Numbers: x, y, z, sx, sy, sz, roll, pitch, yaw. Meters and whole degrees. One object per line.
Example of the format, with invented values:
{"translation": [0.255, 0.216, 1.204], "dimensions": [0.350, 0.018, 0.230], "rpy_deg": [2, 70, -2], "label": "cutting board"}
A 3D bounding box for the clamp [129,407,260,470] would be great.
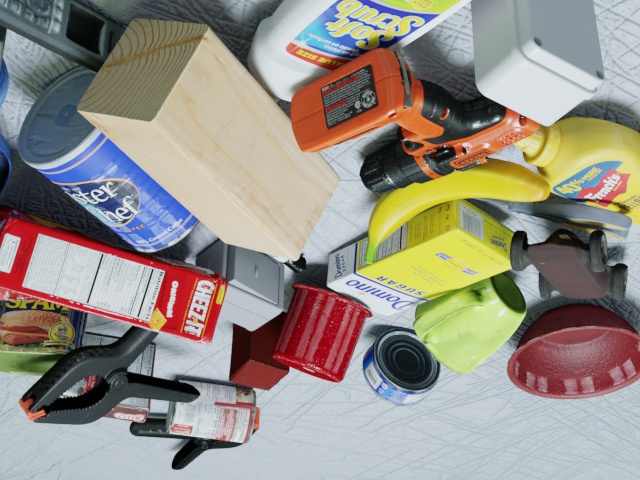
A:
{"translation": [-0.154, 0.261, 1.419], "dimensions": [0.171, 0.039, 0.120], "rpy_deg": [-10, 144, 14], "label": "clamp"}

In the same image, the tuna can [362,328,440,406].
{"translation": [0.093, 0.143, 1.216], "dimensions": [0.086, 0.086, 0.034], "rpy_deg": [12, 141, -15], "label": "tuna can"}

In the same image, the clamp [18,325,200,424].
{"translation": [-0.219, 0.134, 1.146], "dimensions": [0.209, 0.036, 0.165], "rpy_deg": [-15, 126, -32], "label": "clamp"}

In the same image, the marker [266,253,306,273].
{"translation": [-0.057, 0.001, 1.080], "dimensions": [0.020, 0.020, 0.121], "rpy_deg": [-27, 135, 33], "label": "marker"}

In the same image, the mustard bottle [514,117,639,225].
{"translation": [0.253, -0.065, 0.950], "dimensions": [0.191, 0.058, 0.096], "rpy_deg": [18, 155, -21], "label": "mustard bottle"}

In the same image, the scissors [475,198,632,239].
{"translation": [0.198, -0.032, 0.985], "dimensions": [0.201, 0.016, 0.096], "rpy_deg": [14, 175, -9], "label": "scissors"}

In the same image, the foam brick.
{"translation": [-0.066, 0.119, 1.193], "dimensions": [0.051, 0.078, 0.053], "rpy_deg": [21, 139, -23], "label": "foam brick"}

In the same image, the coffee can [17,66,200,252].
{"translation": [-0.173, -0.068, 0.916], "dimensions": [0.103, 0.103, 0.140], "rpy_deg": [-19, 140, 25], "label": "coffee can"}

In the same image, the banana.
{"translation": [0.115, -0.040, 0.978], "dimensions": [0.198, 0.069, 0.037], "rpy_deg": [-23, 175, 35], "label": "banana"}

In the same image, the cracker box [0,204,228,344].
{"translation": [-0.214, 0.030, 1.018], "dimensions": [0.213, 0.072, 0.164], "rpy_deg": [18, 178, -23], "label": "cracker box"}

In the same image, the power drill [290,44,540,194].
{"translation": [0.064, -0.092, 0.879], "dimensions": [0.185, 0.057, 0.187], "rpy_deg": [-24, 160, 37], "label": "power drill"}

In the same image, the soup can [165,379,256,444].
{"translation": [-0.136, 0.213, 1.330], "dimensions": [0.102, 0.068, 0.069], "rpy_deg": [10, 143, -11], "label": "soup can"}

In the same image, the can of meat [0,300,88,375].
{"translation": [-0.307, 0.099, 1.163], "dimensions": [0.102, 0.084, 0.057], "rpy_deg": [3, 144, -3], "label": "can of meat"}

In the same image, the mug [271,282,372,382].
{"translation": [-0.004, 0.101, 1.143], "dimensions": [0.093, 0.081, 0.117], "rpy_deg": [23, 168, -11], "label": "mug"}

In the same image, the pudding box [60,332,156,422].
{"translation": [-0.251, 0.156, 1.235], "dimensions": [0.113, 0.090, 0.039], "rpy_deg": [12, 141, -15], "label": "pudding box"}

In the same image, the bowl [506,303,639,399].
{"translation": [0.289, 0.118, 1.203], "dimensions": [0.162, 0.055, 0.162], "rpy_deg": [1, 144, 0], "label": "bowl"}

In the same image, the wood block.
{"translation": [-0.083, -0.077, 0.862], "dimensions": [0.091, 0.090, 0.206], "rpy_deg": [14, 159, 39], "label": "wood block"}

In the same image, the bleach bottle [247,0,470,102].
{"translation": [0.031, -0.172, 0.808], "dimensions": [0.102, 0.068, 0.251], "rpy_deg": [24, 140, -30], "label": "bleach bottle"}

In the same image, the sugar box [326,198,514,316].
{"translation": [0.099, 0.021, 1.069], "dimensions": [0.093, 0.048, 0.177], "rpy_deg": [29, 139, -33], "label": "sugar box"}
